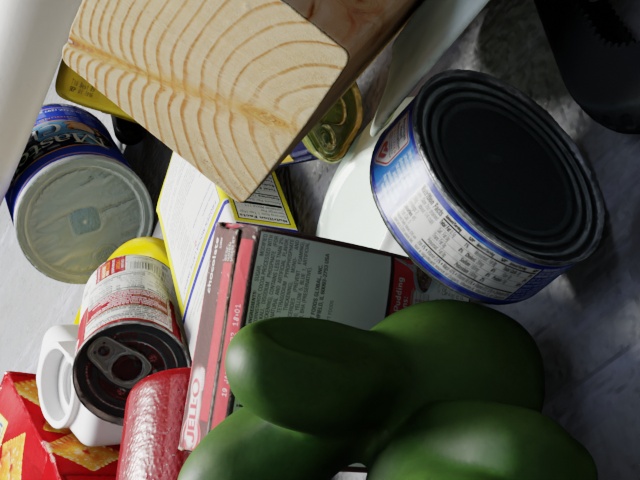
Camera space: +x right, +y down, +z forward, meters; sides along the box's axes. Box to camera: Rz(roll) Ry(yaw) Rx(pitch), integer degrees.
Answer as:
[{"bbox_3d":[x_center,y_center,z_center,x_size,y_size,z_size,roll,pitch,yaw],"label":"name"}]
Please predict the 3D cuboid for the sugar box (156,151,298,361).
[{"bbox_3d":[-0.054,0.001,0.623,0.176,0.048,0.093,-114,38,-47],"label":"sugar box"}]

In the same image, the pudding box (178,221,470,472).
[{"bbox_3d":[0.005,0.046,0.427,0.039,0.113,0.090,5,85,58],"label":"pudding box"}]

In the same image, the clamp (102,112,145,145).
[{"bbox_3d":[-0.166,-0.155,0.912,0.172,0.039,0.120,38,108,60],"label":"clamp"}]

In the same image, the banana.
[{"bbox_3d":[-0.149,0.049,0.782,0.198,0.037,0.069,-42,42,44],"label":"banana"}]

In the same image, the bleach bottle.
[{"bbox_3d":[-0.237,-0.092,0.773,0.103,0.068,0.251,37,109,59],"label":"bleach bottle"}]

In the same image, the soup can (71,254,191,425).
[{"bbox_3d":[-0.114,0.057,0.652,0.102,0.068,0.068,-111,44,-66],"label":"soup can"}]

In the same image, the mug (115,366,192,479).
[{"bbox_3d":[-0.059,0.111,0.534,0.117,0.093,0.081,115,161,-54],"label":"mug"}]

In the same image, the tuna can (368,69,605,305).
[{"bbox_3d":[0.061,-0.020,0.395,0.034,0.086,0.086,-47,39,43],"label":"tuna can"}]

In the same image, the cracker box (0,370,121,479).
[{"bbox_3d":[-0.182,0.206,0.716,0.214,0.072,0.164,36,111,58],"label":"cracker box"}]

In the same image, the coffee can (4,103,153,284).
[{"bbox_3d":[-0.198,-0.040,0.846,0.103,0.102,0.140,-66,29,14],"label":"coffee can"}]

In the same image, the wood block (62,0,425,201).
[{"bbox_3d":[0.002,-0.121,0.435,0.205,0.091,0.090,-53,2,-43],"label":"wood block"}]
